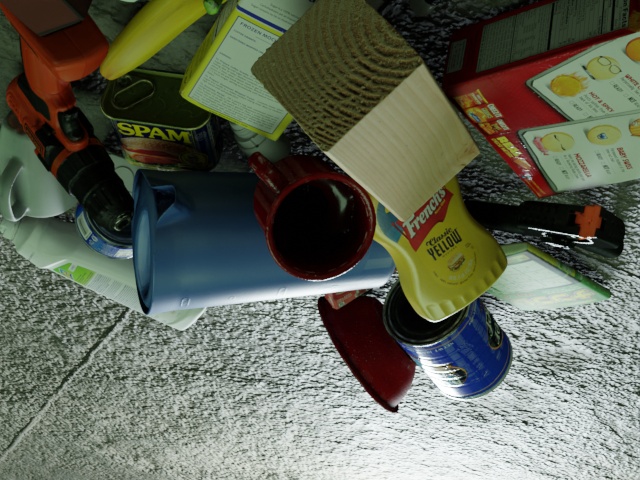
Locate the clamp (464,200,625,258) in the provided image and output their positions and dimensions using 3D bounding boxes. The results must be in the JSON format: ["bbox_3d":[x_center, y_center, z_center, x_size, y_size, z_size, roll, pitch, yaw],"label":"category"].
[{"bbox_3d":[0.205,-0.015,0.956,0.164,0.036,0.210,12,179,7],"label":"clamp"}]

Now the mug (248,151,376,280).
[{"bbox_3d":[-0.018,-0.031,0.889,0.117,0.093,0.081,41,-175,-25],"label":"mug"}]

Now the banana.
[{"bbox_3d":[-0.117,-0.179,0.838,0.037,0.069,0.198,50,149,-15],"label":"banana"}]

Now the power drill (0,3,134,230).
[{"bbox_3d":[-0.217,-0.117,0.913,0.184,0.057,0.188,50,151,20],"label":"power drill"}]

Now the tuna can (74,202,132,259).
[{"bbox_3d":[-0.213,-0.026,1.126,0.086,0.086,0.034,24,148,-19],"label":"tuna can"}]

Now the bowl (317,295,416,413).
[{"bbox_3d":[0.064,0.118,1.237,0.055,0.162,0.162,-34,135,10],"label":"bowl"}]

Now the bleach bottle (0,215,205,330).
[{"bbox_3d":[-0.255,0.025,1.258,0.250,0.068,0.103,25,149,-16],"label":"bleach bottle"}]

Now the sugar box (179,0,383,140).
[{"bbox_3d":[-0.033,-0.160,0.833,0.093,0.048,0.176,23,137,-19],"label":"sugar box"}]

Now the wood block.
[{"bbox_3d":[0.041,-0.096,0.801,0.090,0.091,0.206,49,-174,21],"label":"wood block"}]

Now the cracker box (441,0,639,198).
[{"bbox_3d":[0.225,-0.118,0.802,0.214,0.072,0.164,-13,143,37],"label":"cracker box"}]

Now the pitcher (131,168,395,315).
[{"bbox_3d":[-0.057,0.001,1.009,0.242,0.145,0.149,-2,-165,-18],"label":"pitcher"}]

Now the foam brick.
[{"bbox_3d":[-0.203,-0.206,0.814,0.053,0.078,0.051,-11,143,33],"label":"foam brick"}]

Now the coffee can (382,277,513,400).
[{"bbox_3d":[0.144,0.103,1.190,0.103,0.102,0.140,-5,146,29],"label":"coffee can"}]

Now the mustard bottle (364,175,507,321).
[{"bbox_3d":[0.085,-0.028,0.955,0.191,0.096,0.058,57,172,-18],"label":"mustard bottle"}]

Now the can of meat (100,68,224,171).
[{"bbox_3d":[-0.142,-0.108,0.984,0.102,0.057,0.084,9,153,7],"label":"can of meat"}]
